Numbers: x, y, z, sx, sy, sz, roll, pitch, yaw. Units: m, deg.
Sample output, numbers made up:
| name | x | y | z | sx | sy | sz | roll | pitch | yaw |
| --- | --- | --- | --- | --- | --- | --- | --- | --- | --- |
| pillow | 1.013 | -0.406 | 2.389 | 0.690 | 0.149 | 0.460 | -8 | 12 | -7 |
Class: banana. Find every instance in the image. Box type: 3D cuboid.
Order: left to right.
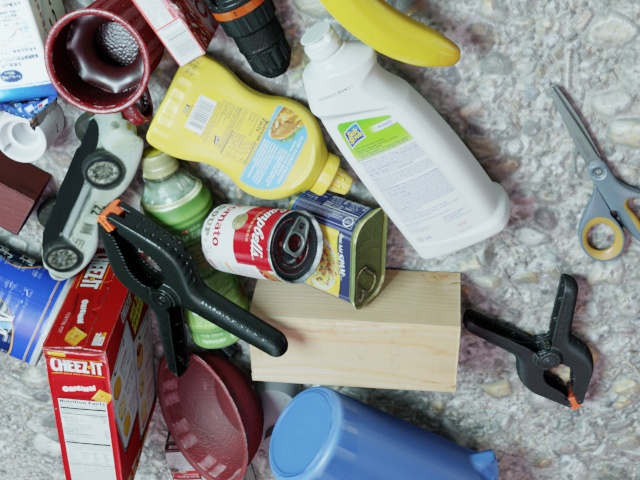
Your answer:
| name | x | y | z | sx | sy | sz | roll | pitch | yaw |
| --- | --- | --- | --- | --- | --- | --- | --- | --- | --- |
| banana | 0.037 | -0.198 | 0.856 | 0.070 | 0.037 | 0.197 | -23 | 129 | 26 |

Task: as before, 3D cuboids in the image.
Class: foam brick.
| name | x | y | z | sx | sy | sz | roll | pitch | yaw |
| --- | --- | --- | --- | --- | --- | --- | --- | --- | --- |
| foam brick | -0.319 | -0.053 | 1.061 | 0.078 | 0.053 | 0.051 | 30 | 123 | -12 |

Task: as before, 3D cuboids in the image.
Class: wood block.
| name | x | y | z | sx | sy | sz | roll | pitch | yaw |
| --- | --- | --- | --- | --- | --- | --- | --- | --- | --- |
| wood block | 0.037 | 0.088 | 1.085 | 0.206 | 0.090 | 0.090 | 3 | 126 | 6 |

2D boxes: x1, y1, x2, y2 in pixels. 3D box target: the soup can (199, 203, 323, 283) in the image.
| name | x | y | z | sx | sy | sz | roll | pitch | yaw |
| --- | --- | --- | --- | --- | --- | --- | --- | --- | --- |
| soup can | -0.057 | 0.001 | 1.002 | 0.102 | 0.068 | 0.068 | 8 | 134 | 45 |

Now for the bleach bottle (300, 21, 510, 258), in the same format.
| name | x | y | z | sx | sy | sz | roll | pitch | yaw |
| --- | --- | --- | --- | --- | --- | --- | --- | --- | --- |
| bleach bottle | 0.069 | -0.094 | 0.949 | 0.103 | 0.068 | 0.250 | -24 | 126 | 23 |

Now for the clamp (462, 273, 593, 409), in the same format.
| name | x | y | z | sx | sy | sz | roll | pitch | yaw |
| --- | --- | --- | --- | --- | --- | --- | --- | --- | --- |
| clamp | 0.239 | 0.106 | 1.100 | 0.120 | 0.039 | 0.171 | -28 | 123 | 29 |

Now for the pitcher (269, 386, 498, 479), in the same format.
| name | x | y | z | sx | sy | sz | roll | pitch | yaw |
| --- | --- | --- | --- | --- | --- | --- | --- | --- | --- |
| pitcher | 0.059 | 0.253 | 1.131 | 0.242 | 0.149 | 0.145 | 31 | 159 | -32 |

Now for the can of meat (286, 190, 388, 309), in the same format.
| name | x | y | z | sx | sy | sz | roll | pitch | yaw |
| --- | --- | --- | --- | --- | --- | --- | --- | --- | --- |
| can of meat | 0.014 | 0.005 | 1.034 | 0.084 | 0.057 | 0.102 | 21 | 129 | 28 |

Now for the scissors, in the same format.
| name | x | y | z | sx | sy | sz | roll | pitch | yaw |
| --- | --- | --- | --- | --- | --- | --- | --- | --- | --- |
| scissors | 0.250 | -0.051 | 1.004 | 0.201 | 0.016 | 0.096 | 40 | 121 | -18 |

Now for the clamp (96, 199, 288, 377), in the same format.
| name | x | y | z | sx | sy | sz | roll | pitch | yaw |
| --- | --- | --- | --- | --- | --- | --- | --- | --- | --- |
| clamp | -0.147 | 0.053 | 1.035 | 0.165 | 0.036 | 0.210 | -26 | 112 | 44 |

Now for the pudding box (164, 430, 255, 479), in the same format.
| name | x | y | z | sx | sy | sz | roll | pitch | yaw |
| --- | --- | --- | --- | --- | --- | --- | --- | --- | --- |
| pudding box | -0.129 | 0.274 | 1.269 | 0.090 | 0.039 | 0.113 | -5 | 125 | 11 |

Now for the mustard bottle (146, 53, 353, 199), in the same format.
| name | x | y | z | sx | sy | sz | roll | pitch | yaw |
| --- | --- | --- | --- | --- | --- | --- | --- | --- | --- |
| mustard bottle | -0.057 | -0.092 | 0.989 | 0.191 | 0.058 | 0.096 | 26 | 100 | -11 |

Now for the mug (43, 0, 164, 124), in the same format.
| name | x | y | z | sx | sy | sz | roll | pitch | yaw |
| --- | --- | --- | --- | --- | --- | --- | --- | --- | --- |
| mug | -0.180 | -0.158 | 0.943 | 0.093 | 0.081 | 0.117 | -22 | 111 | 17 |

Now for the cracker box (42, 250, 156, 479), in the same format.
| name | x | y | z | sx | sy | sz | roll | pitch | yaw |
| --- | --- | --- | --- | --- | --- | --- | --- | --- | --- |
| cracker box | -0.225 | 0.142 | 1.115 | 0.072 | 0.164 | 0.214 | 3 | 125 | 4 |

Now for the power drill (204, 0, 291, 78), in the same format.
| name | x | y | z | sx | sy | sz | roll | pitch | yaw |
| --- | --- | --- | --- | --- | --- | --- | --- | --- | --- |
| power drill | -0.015 | -0.235 | 0.888 | 0.188 | 0.057 | 0.184 | -18 | 126 | 18 |

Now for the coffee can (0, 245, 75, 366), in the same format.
| name | x | y | z | sx | sy | sz | roll | pitch | yaw |
| --- | --- | --- | --- | --- | --- | --- | --- | --- | --- |
| coffee can | -0.340 | 0.057 | 1.109 | 0.140 | 0.102 | 0.103 | 25 | 124 | -9 |

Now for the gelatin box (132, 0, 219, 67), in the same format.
| name | x | y | z | sx | sy | sz | roll | pitch | yaw |
| --- | --- | --- | --- | --- | --- | --- | --- | --- | --- |
| gelatin box | -0.126 | -0.204 | 0.916 | 0.030 | 0.073 | 0.089 | -25 | 117 | 22 |

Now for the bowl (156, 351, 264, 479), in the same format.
| name | x | y | z | sx | sy | sz | roll | pitch | yaw |
| --- | --- | --- | --- | --- | --- | --- | --- | --- | --- |
| bowl | -0.111 | 0.184 | 1.166 | 0.162 | 0.055 | 0.162 | 27 | 128 | 41 |
